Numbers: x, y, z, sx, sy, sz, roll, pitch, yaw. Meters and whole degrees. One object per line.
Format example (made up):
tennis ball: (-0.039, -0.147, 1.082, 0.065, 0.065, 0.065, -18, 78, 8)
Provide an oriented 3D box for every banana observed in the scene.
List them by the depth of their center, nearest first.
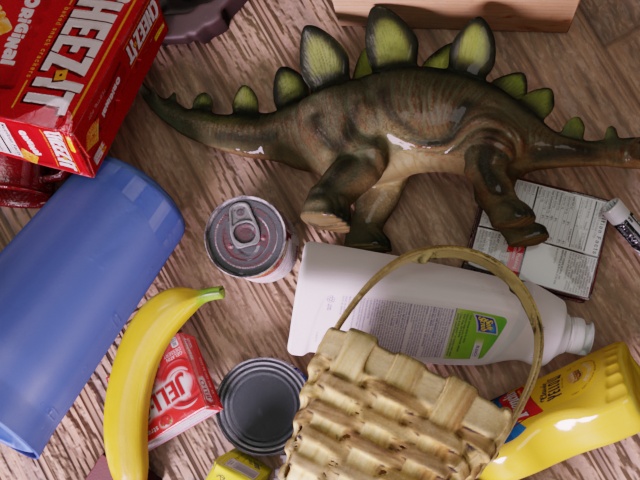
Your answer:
banana: (-0.147, 0.119, 0.900, 0.070, 0.037, 0.198, 21, 91, 29)

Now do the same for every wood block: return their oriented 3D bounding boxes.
wood block: (0.117, -0.239, 0.926, 0.206, 0.090, 0.091, 3, 84, 7)

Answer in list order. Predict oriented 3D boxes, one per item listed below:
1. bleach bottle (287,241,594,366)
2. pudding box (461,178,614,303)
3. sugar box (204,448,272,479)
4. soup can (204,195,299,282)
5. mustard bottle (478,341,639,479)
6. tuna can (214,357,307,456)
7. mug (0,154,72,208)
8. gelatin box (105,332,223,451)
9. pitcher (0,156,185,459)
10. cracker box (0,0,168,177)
bleach bottle: (0.103, 0.068, 0.907, 0.251, 0.103, 0.068, 10, 41, 1)
pudding box: (0.187, -0.004, 0.923, 0.113, 0.039, 0.090, 16, 84, 5)
sugar box: (-0.105, 0.266, 0.904, 0.048, 0.093, 0.176, 27, 89, 8)
soup can: (-0.056, 0.001, 0.917, 0.068, 0.102, 0.068, -1, 85, 6)
mustard bottle: (0.173, 0.153, 0.876, 0.192, 0.096, 0.058, -29, 106, 22)
tuna can: (-0.048, 0.145, 0.938, 0.086, 0.033, 0.086, -1, 85, 6)
mug: (-0.267, -0.078, 0.952, 0.117, 0.093, 0.081, -2, 79, 26)
gelatin box: (-0.137, 0.133, 0.932, 0.089, 0.030, 0.073, -32, 67, 19)
pitcher: (-0.219, 0.055, 0.899, 0.145, 0.149, 0.242, 42, 65, -17)
cracker box: (-0.261, -0.159, 0.900, 0.214, 0.072, 0.164, 14, 64, 14)
